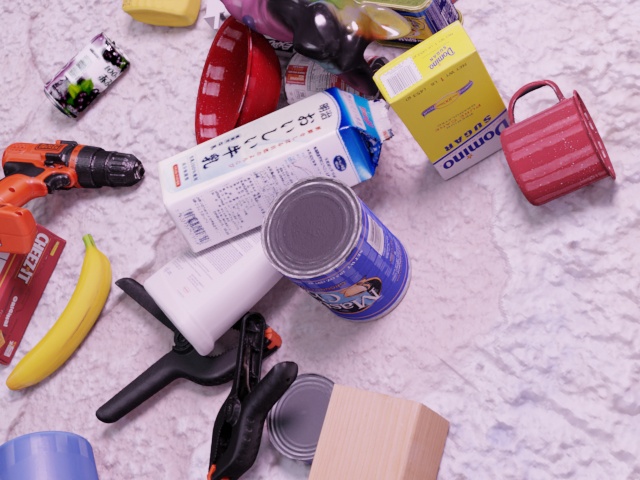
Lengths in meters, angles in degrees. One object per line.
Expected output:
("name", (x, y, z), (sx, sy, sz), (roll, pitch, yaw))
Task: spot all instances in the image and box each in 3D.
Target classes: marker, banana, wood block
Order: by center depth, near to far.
("wood block", (0.040, 0.245, 0.960), (0.091, 0.090, 0.206), (8, 74, 28))
("banana", (-0.287, 0.090, 1.211), (0.070, 0.037, 0.197), (17, 76, 48))
("marker", (-0.043, -0.221, 1.231), (0.121, 0.020, 0.020), (15, 76, 29))

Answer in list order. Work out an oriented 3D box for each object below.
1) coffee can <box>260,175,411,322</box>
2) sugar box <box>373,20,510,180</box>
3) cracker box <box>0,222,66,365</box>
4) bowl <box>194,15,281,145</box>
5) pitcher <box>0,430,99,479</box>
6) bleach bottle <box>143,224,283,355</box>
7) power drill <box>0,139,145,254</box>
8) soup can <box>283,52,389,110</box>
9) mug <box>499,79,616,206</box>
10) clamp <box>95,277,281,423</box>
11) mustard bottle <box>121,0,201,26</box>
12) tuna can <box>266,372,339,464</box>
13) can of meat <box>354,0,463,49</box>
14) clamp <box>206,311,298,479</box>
("coffee can", (0.018, 0.011, 1.036), (0.103, 0.140, 0.103), (-9, 66, 21))
("sugar box", (0.126, -0.128, 1.022), (0.093, 0.176, 0.048), (-30, 58, 11))
("cracker box", (-0.433, 0.036, 1.278), (0.214, 0.072, 0.164), (16, 77, 29))
("bowl", (-0.086, -0.167, 1.182), (0.162, 0.055, 0.162), (-36, 49, 55))
("pitcher", (-0.271, 0.324, 1.061), (0.149, 0.145, 0.243), (-18, 58, 3))
("bleach bottle", (-0.057, 0.001, 1.103), (0.250, 0.068, 0.103), (-40, 47, -9))
("power drill", (-0.316, -0.054, 1.218), (0.185, 0.057, 0.187), (4, 31, 20))
("soup can", (0.019, -0.169, 1.152), (0.102, 0.068, 0.068), (10, 74, 28))
("mug", (0.218, -0.094, 1.011), (0.082, 0.093, 0.117), (-25, 90, 19))
("clamp", (-0.143, 0.101, 1.136), (0.210, 0.036, 0.164), (-12, 63, 18))
("mustard bottle", (-0.178, -0.363, 1.318), (0.096, 0.058, 0.191), (9, 81, 27))
("tuna can", (-0.008, 0.175, 1.043), (0.086, 0.033, 0.086), (-9, 66, 22))
("can of meat", (0.091, -0.250, 1.142), (0.102, 0.083, 0.057), (14, 76, 29))
("clamp", (-0.068, 0.165, 1.035), (0.120, 0.039, 0.171), (-146, 69, -69))
